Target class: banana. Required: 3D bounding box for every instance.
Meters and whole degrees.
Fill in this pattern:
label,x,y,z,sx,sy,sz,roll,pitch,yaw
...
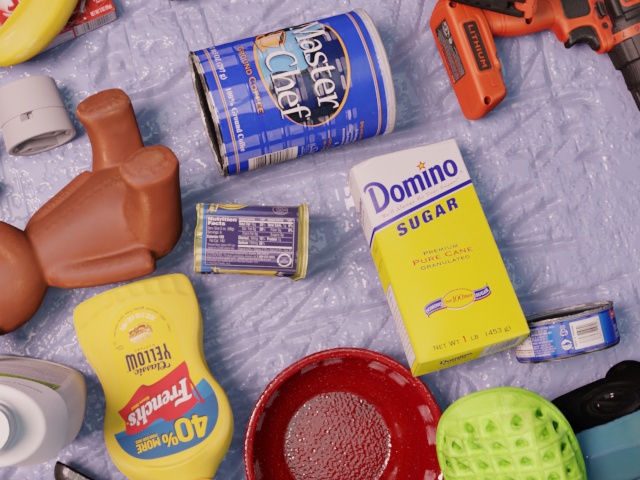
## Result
label,x,y,z,sx,sy,sz,roll,pitch,yaw
banana,-0.214,-0.213,0.825,0.069,0.037,0.198,22,81,-5

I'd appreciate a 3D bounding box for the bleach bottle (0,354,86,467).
label,x,y,z,sx,sy,sz,roll,pitch,yaw
bleach bottle,-0.215,0.116,0.721,0.102,0.251,0.068,7,84,-7

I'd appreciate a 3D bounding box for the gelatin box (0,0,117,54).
label,x,y,z,sx,sy,sz,roll,pitch,yaw
gelatin box,-0.219,-0.196,0.857,0.089,0.030,0.073,-27,89,-9

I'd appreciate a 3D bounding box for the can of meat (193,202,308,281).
label,x,y,z,sx,sy,sz,roll,pitch,yaw
can of meat,-0.055,0.001,0.829,0.084,0.102,0.057,2,86,-6

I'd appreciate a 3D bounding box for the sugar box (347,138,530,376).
label,x,y,z,sx,sy,sz,roll,pitch,yaw
sugar box,0.091,0.010,0.850,0.093,0.048,0.176,-15,70,-9

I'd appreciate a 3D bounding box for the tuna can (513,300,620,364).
label,x,y,z,sx,sy,sz,roll,pitch,yaw
tuna can,0.197,0.074,0.865,0.086,0.086,0.034,-13,89,-9

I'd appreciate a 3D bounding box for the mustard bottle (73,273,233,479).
label,x,y,z,sx,sy,sz,roll,pitch,yaw
mustard bottle,-0.118,0.126,0.804,0.096,0.058,0.192,-17,70,-8

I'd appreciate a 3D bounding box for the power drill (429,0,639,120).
label,x,y,z,sx,sy,sz,roll,pitch,yaw
power drill,0.200,-0.166,0.900,0.187,0.057,0.184,-20,85,-12

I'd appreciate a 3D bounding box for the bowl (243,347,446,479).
label,x,y,z,sx,sy,sz,roll,pitch,yaw
bowl,0.017,0.165,0.847,0.162,0.055,0.162,1,85,-8

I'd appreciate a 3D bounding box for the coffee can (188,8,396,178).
label,x,y,z,sx,sy,sz,roll,pitch,yaw
coffee can,-0.023,-0.116,0.841,0.140,0.103,0.103,-16,88,-9
